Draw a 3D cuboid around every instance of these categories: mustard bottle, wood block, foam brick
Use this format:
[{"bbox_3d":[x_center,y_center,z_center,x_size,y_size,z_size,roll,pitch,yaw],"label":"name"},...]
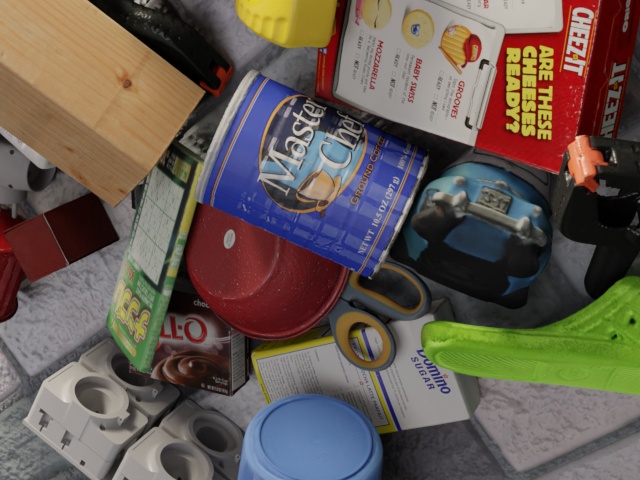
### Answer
[{"bbox_3d":[-0.013,-0.229,0.689,0.096,0.058,0.192,-127,39,-50],"label":"mustard bottle"},{"bbox_3d":[-0.205,-0.130,0.807,0.206,0.090,0.090,37,151,-14],"label":"wood block"},{"bbox_3d":[-0.229,-0.004,0.949,0.053,0.078,0.051,-21,97,31],"label":"foam brick"}]

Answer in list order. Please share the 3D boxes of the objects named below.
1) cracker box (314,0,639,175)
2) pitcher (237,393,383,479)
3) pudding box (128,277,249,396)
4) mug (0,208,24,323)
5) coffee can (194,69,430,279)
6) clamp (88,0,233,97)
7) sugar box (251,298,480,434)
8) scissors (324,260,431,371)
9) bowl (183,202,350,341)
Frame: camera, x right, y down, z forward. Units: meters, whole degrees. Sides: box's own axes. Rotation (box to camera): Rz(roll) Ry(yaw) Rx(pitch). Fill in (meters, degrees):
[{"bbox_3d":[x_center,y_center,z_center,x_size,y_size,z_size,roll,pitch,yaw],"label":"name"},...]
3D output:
[{"bbox_3d":[0.099,-0.152,0.704,0.214,0.071,0.164,22,119,36],"label":"cracker box"},{"bbox_3d":[-0.005,0.245,0.880,0.145,0.149,0.243,26,130,24],"label":"pitcher"},{"bbox_3d":[-0.118,0.081,0.948,0.114,0.039,0.090,9,111,23],"label":"pudding box"},{"bbox_3d":[-0.322,0.012,1.003,0.117,0.093,0.082,53,125,44],"label":"mug"},{"bbox_3d":[-0.006,-0.047,0.763,0.140,0.102,0.103,24,119,-1],"label":"coffee can"},{"bbox_3d":[-0.149,-0.169,0.836,0.171,0.120,0.039,22,74,1],"label":"clamp"},{"bbox_3d":[0.036,0.112,0.881,0.176,0.048,0.093,-15,100,27],"label":"sugar box"},{"bbox_3d":[-0.004,0.043,0.860,0.202,0.016,0.096,12,92,32],"label":"scissors"},{"bbox_3d":[-0.056,0.001,0.849,0.162,0.055,0.162,-1,89,32],"label":"bowl"}]
